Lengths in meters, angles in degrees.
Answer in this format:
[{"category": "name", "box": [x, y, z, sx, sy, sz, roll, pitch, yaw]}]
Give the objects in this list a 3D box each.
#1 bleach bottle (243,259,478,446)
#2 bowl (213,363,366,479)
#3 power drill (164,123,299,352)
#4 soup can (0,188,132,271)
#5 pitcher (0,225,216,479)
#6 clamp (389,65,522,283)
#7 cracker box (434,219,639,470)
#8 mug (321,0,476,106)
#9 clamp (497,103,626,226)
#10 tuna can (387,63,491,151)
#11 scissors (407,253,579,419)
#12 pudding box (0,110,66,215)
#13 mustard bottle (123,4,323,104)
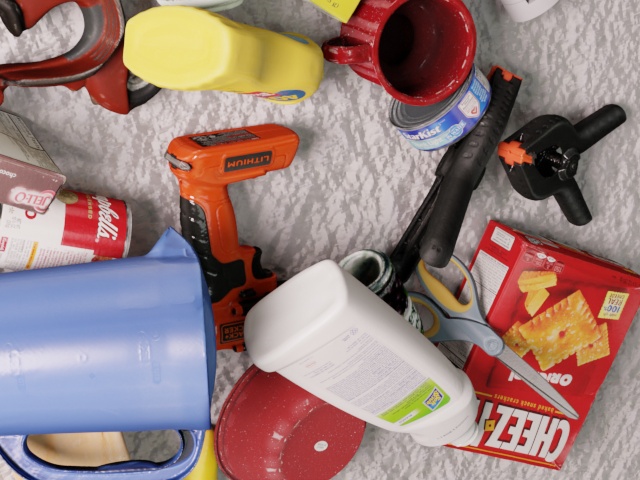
[{"category": "bleach bottle", "box": [0.052, 0.116, 0.900, 0.103, 0.068, 0.250, -35, 131, 16]}, {"category": "bowl", "box": [-0.012, 0.166, 0.948, 0.161, 0.055, 0.162, -19, 126, -29]}, {"category": "power drill", "box": [-0.056, 0.001, 0.889, 0.184, 0.057, 0.188, -11, 111, -29]}, {"category": "soup can", "box": [-0.204, -0.007, 0.816, 0.102, 0.069, 0.068, 11, 103, -26]}, {"category": "pitcher", "box": [-0.196, 0.090, 0.768, 0.242, 0.149, 0.145, -4, 138, -6]}, {"category": "clamp", "box": [0.119, -0.056, 0.909, 0.036, 0.164, 0.210, 28, 87, -5]}, {"category": "cracker box", "box": [0.201, 0.105, 1.034, 0.164, 0.072, 0.214, 17, 101, -27]}, {"category": "mug", "box": [0.056, -0.161, 0.868, 0.117, 0.082, 0.093, -16, 114, -19]}, {"category": "clamp", "box": [0.218, -0.064, 0.980, 0.171, 0.039, 0.120, -8, 110, -42]}, {"category": "tuna can", "box": [0.101, -0.117, 0.902, 0.086, 0.086, 0.033, -48, 122, -2]}, {"category": "scissors", "box": [0.136, 0.099, 0.962, 0.096, 0.202, 0.016, -36, 163, 14]}, {"category": "pudding box", "box": [-0.245, -0.067, 0.743, 0.113, 0.090, 0.039, 21, 108, -49]}, {"category": "mustard bottle", "box": [-0.053, -0.135, 0.807, 0.191, 0.096, 0.058, -5, 101, -59]}]
